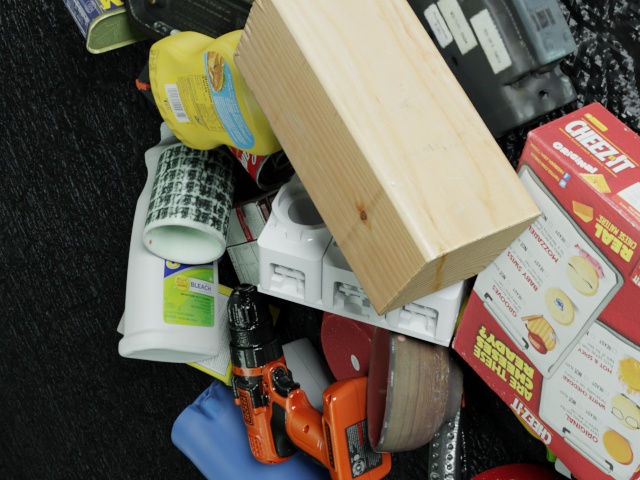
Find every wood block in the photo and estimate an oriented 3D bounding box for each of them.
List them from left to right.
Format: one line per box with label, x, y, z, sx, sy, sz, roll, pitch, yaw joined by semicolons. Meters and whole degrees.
wood block;0.036;-0.070;0.684;0.206;0.090;0.091;61;152;15

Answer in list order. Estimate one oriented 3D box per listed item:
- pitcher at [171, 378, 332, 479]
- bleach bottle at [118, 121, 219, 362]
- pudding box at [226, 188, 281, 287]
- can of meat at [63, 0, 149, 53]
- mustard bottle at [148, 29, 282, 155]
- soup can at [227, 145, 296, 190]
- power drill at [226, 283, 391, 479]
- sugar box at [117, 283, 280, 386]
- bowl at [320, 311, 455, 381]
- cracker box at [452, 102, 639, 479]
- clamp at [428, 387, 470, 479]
pitcher;-0.036;0.258;1.154;0.243;0.148;0.145;45;130;26
bleach bottle;-0.154;-0.005;1.096;0.068;0.102;0.251;-19;68;42
pudding box;-0.057;0.001;1.065;0.114;0.039;0.090;-13;102;62
can of meat;-0.200;-0.242;1.046;0.084;0.101;0.058;58;151;16
mustard bottle;-0.061;-0.114;0.824;0.192;0.058;0.096;13;126;53
soup can;-0.056;-0.104;0.953;0.102;0.068;0.069;51;148;24
power drill;-0.018;0.139;0.977;0.188;0.057;0.184;16;122;55
sugar box;-0.133;0.086;1.150;0.176;0.048;0.093;19;86;39
bowl;0.049;0.096;0.949;0.162;0.055;0.162;38;141;38
cracker box;0.182;0.046;0.684;0.164;0.072;0.214;48;148;30
clamp;0.113;0.221;0.914;0.036;0.164;0.210;0;96;14
